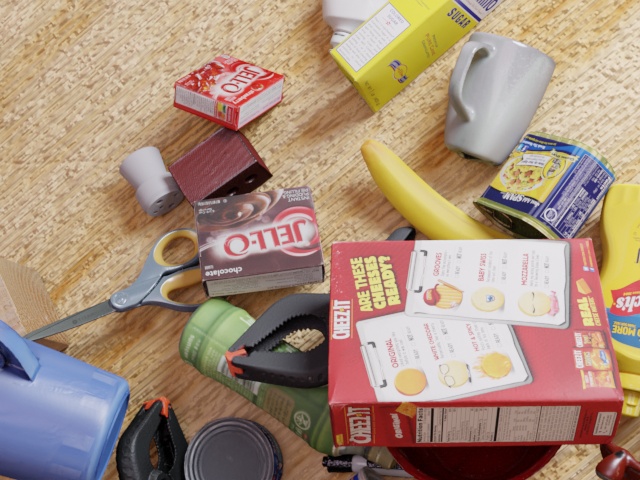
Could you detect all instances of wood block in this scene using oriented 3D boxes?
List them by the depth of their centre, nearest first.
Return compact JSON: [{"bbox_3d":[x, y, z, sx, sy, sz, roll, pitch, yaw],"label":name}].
[{"bbox_3d":[-0.365,0.110,1.041,0.206,0.090,0.090,-31,73,7],"label":"wood block"}]

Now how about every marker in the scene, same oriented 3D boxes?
[{"bbox_3d":[0.061,0.199,0.943,0.121,0.020,0.020,1,78,15],"label":"marker"}]

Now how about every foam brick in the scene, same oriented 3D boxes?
[{"bbox_3d":[-0.097,-0.066,1.026,0.078,0.053,0.051,-35,72,6],"label":"foam brick"}]

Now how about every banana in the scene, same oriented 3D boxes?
[{"bbox_3d":[0.115,-0.023,0.955,0.198,0.070,0.037,32,50,25],"label":"banana"}]

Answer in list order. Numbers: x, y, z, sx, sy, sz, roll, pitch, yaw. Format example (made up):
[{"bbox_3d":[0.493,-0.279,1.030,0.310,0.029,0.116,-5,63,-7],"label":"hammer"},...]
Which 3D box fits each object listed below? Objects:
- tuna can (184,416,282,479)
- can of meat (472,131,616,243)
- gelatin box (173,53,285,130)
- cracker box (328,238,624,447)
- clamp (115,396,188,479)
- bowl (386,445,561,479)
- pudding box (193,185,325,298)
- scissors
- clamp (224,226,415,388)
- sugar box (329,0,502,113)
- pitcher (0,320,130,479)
[{"bbox_3d":[-0.078,0.205,0.972,0.086,0.033,0.086,-3,77,15],"label":"tuna can"},{"bbox_3d":[0.194,-0.043,0.922,0.084,0.057,0.102,-54,29,-4],"label":"can of meat"},{"bbox_3d":[-0.087,-0.144,1.025,0.073,0.089,0.030,23,127,20],"label":"gelatin box"},{"bbox_3d":[0.115,0.079,0.839,0.214,0.072,0.164,-2,46,4],"label":"cracker box"},{"bbox_3d":[-0.145,0.232,0.965,0.039,0.120,0.171,-13,55,33],"label":"clamp"},{"bbox_3d":[0.131,0.148,0.900,0.162,0.055,0.162,-9,51,11],"label":"bowl"},{"bbox_3d":[-0.056,0.001,0.982,0.113,0.039,0.090,-9,55,-2],"label":"pudding box"},{"bbox_3d":[-0.184,0.040,1.008,0.201,0.016,0.096,-8,61,-11],"label":"scissors"},{"bbox_3d":[0.018,0.068,0.929,0.210,0.036,0.164,-13,48,-3],"label":"clamp"},{"bbox_3d":[0.096,-0.201,0.982,0.176,0.093,0.048,-39,72,5],"label":"sugar box"},{"bbox_3d":[-0.291,0.126,0.912,0.243,0.149,0.145,19,86,-2],"label":"pitcher"}]
